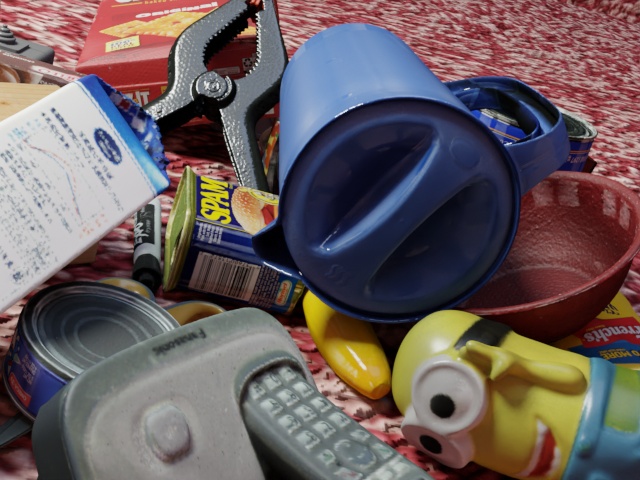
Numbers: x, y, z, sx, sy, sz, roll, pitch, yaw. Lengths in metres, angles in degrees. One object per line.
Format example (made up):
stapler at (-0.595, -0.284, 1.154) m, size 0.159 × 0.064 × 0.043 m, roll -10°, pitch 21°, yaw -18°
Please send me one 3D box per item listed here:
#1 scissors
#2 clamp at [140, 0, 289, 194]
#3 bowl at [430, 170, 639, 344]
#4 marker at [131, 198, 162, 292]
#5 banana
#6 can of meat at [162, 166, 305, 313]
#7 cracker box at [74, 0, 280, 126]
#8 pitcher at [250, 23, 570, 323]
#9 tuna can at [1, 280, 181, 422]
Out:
scissors at (-0.127, 0.057, 0.560) m, size 0.096 × 0.016 × 0.201 m, roll 27°, pitch 24°, yaw 28°
clamp at (-0.072, -0.099, 0.801) m, size 0.164 × 0.036 × 0.210 m, roll 26°, pitch 67°, yaw 8°
bowl at (0.126, 0.019, 0.668) m, size 0.162 × 0.055 × 0.162 m, roll -14°, pitch 28°, yaw 8°
marker at (-0.113, 0.001, 0.697) m, size 0.020 × 0.020 × 0.121 m, roll 11°, pitch 22°, yaw -13°
banana at (0.021, 0.038, 0.683) m, size 0.069 × 0.037 × 0.197 m, roll 16°, pitch 22°, yaw 3°
can of meat at (-0.055, 0.001, 0.693) m, size 0.084 × 0.057 × 0.102 m, roll 15°, pitch 22°, yaw -13°
cracker box at (-0.118, -0.174, 0.949) m, size 0.164 × 0.072 × 0.213 m, roll -6°, pitch 32°, yaw 0°
pitcher at (0.044, -0.063, 0.677) m, size 0.149 × 0.145 × 0.243 m, roll 21°, pitch 21°, yaw -14°
tuna can at (-0.106, 0.057, 0.511) m, size 0.086 × 0.034 × 0.086 m, roll 19°, pitch 28°, yaw -11°
